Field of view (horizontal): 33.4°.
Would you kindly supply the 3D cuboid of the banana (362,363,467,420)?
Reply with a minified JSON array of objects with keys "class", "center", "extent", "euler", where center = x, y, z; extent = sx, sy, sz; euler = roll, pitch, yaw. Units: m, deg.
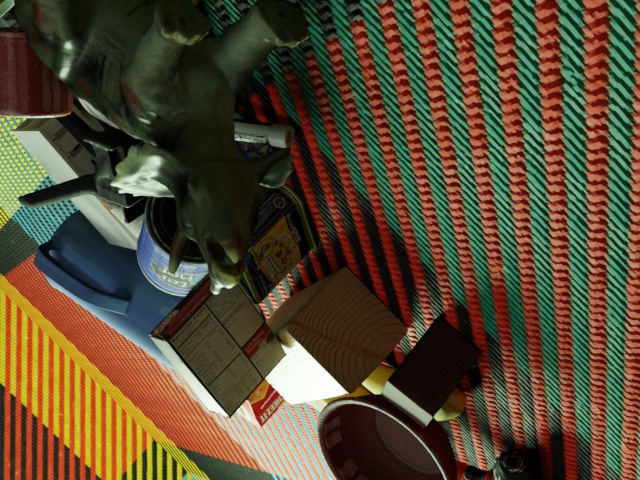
[{"class":"banana","center":[0.095,0.150,1.082],"extent":[0.069,0.037,0.198],"euler":[47,162,-16]}]

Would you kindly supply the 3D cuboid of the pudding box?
[{"class":"pudding box","center":[-0.094,0.097,1.001],"extent":[0.039,0.090,0.113],"euler":[10,141,53]}]

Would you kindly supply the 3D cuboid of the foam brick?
[{"class":"foam brick","center":[0.099,0.119,0.957],"extent":[0.051,0.078,0.053],"euler":[37,160,10]}]

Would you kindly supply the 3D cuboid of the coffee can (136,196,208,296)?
[{"class":"coffee can","center":[-0.134,-0.007,1.102],"extent":[0.103,0.102,0.140],"euler":[42,160,1]}]

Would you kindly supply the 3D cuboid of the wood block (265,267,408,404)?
[{"class":"wood block","center":[-0.004,0.104,1.102],"extent":[0.091,0.090,0.206],"euler":[46,160,-4]}]

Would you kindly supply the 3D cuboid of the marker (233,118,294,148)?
[{"class":"marker","center":[-0.079,-0.094,0.888],"extent":[0.121,0.020,0.020],"euler":[11,148,23]}]

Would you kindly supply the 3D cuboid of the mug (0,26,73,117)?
[{"class":"mug","center":[-0.277,-0.166,1.046],"extent":[0.093,0.117,0.081],"euler":[8,105,24]}]

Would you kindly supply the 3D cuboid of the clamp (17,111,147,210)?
[{"class":"clamp","center":[-0.232,-0.087,1.138],"extent":[0.171,0.120,0.039],"euler":[4,-164,-10]}]

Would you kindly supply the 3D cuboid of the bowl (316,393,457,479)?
[{"class":"bowl","center":[0.075,0.205,1.034],"extent":[0.162,0.055,0.162],"euler":[25,134,29]}]

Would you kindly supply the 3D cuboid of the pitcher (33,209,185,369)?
[{"class":"pitcher","center":[-0.242,0.062,1.370],"extent":[0.243,0.149,0.145],"euler":[32,151,31]}]

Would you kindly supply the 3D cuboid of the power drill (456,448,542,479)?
[{"class":"power drill","center":[0.144,0.237,1.102],"extent":[0.188,0.057,0.184],"euler":[22,153,28]}]

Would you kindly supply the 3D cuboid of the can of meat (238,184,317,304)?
[{"class":"can of meat","center":[-0.057,0.001,1.000],"extent":[0.057,0.083,0.102],"euler":[31,157,29]}]
